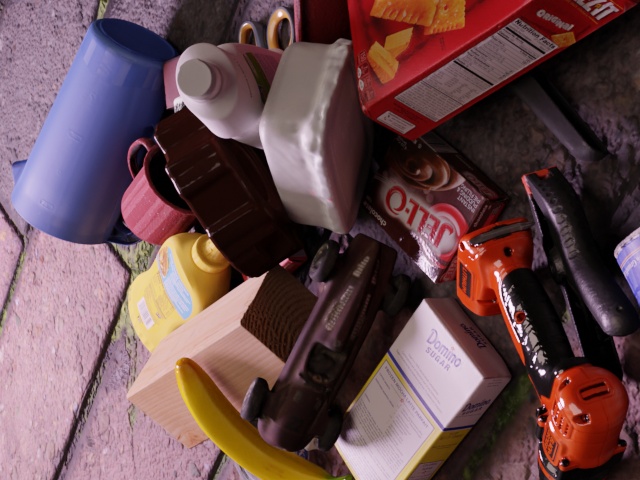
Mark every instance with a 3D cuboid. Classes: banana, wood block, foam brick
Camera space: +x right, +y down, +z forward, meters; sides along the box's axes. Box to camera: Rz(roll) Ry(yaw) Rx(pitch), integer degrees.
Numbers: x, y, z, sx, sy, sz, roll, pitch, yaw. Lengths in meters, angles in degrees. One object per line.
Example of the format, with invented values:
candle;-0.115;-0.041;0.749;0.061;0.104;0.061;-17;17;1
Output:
banana;-0.063;0.183;1.002;0.198;0.037;0.070;35;119;-3
wood block;-0.088;0.116;1.046;0.090;0.090;0.207;42;135;-14
foam brick;-0.122;-0.170;1.127;0.078;0.052;0.051;-11;83;48

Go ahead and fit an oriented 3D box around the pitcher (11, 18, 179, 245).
pitcher;-0.243;-0.119;1.219;0.243;0.149;0.145;-61;35;25

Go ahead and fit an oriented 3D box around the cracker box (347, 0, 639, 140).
cracker box;0.116;-0.199;0.808;0.214;0.072;0.164;-30;53;38

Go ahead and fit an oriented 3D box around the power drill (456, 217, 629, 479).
power drill;0.160;0.091;0.784;0.184;0.057;0.188;85;165;-57

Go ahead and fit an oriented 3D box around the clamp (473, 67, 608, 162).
clamp;0.153;-0.141;0.833;0.210;0.036;0.164;2;84;49

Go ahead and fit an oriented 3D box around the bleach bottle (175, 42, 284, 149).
bleach bottle;-0.069;-0.131;0.921;0.068;0.250;0.102;-31;84;12

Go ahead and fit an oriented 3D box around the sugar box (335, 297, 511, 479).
sugar box;0.082;0.143;0.916;0.176;0.048;0.093;-56;50;28

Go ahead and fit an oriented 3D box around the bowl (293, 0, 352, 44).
bowl;0.004;-0.219;0.952;0.162;0.055;0.162;177;91;-88

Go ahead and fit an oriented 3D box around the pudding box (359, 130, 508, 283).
pudding box;0.094;-0.033;0.903;0.114;0.039;0.090;49;125;35

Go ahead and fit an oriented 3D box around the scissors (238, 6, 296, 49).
scissors;-0.031;-0.145;1.055;0.096;0.016;0.202;-43;61;39

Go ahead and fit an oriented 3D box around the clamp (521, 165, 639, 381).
clamp;0.186;0.017;0.765;0.120;0.039;0.171;90;162;-69

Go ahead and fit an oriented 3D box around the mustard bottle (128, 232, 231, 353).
mustard bottle;-0.142;0.046;1.130;0.192;0.058;0.096;-46;62;48

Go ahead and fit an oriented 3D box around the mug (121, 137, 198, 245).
mug;-0.170;-0.056;1.151;0.117;0.093;0.082;53;135;7
